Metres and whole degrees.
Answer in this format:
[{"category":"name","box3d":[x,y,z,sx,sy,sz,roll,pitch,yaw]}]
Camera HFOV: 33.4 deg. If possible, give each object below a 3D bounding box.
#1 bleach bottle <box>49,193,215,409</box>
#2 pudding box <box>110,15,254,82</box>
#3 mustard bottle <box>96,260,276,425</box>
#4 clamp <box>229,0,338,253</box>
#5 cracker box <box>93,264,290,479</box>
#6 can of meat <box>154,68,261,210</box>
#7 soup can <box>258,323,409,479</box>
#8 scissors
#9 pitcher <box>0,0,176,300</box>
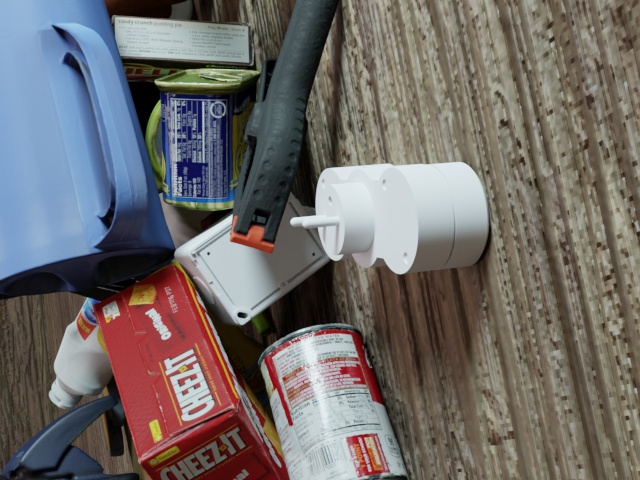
[{"category":"bleach bottle","box3d":[-0.178,0.062,0.985,0.251,0.068,0.103,-55,34,19]},{"category":"pudding box","box3d":[-0.119,-0.150,0.852,0.090,0.113,0.039,177,91,-71]},{"category":"mustard bottle","box3d":[-0.082,0.108,0.820,0.058,0.096,0.191,29,156,51]},{"category":"clamp","box3d":[-0.029,-0.072,0.679,0.120,0.039,0.171,126,160,-74]},{"category":"cracker box","box3d":[-0.059,0.143,0.711,0.213,0.072,0.164,64,175,-36]},{"category":"can of meat","box3d":[-0.075,-0.072,0.734,0.102,0.057,0.084,-60,-28,-74]},{"category":"soup can","box3d":[0.008,0.110,0.640,0.069,0.068,0.102,112,146,-53]},{"category":"scissors","box3d":[-0.222,0.118,1.088,0.096,0.016,0.202,126,134,-61]},{"category":"pitcher","box3d":[-0.184,-0.088,0.742,0.145,0.149,0.243,23,-128,-76]}]
